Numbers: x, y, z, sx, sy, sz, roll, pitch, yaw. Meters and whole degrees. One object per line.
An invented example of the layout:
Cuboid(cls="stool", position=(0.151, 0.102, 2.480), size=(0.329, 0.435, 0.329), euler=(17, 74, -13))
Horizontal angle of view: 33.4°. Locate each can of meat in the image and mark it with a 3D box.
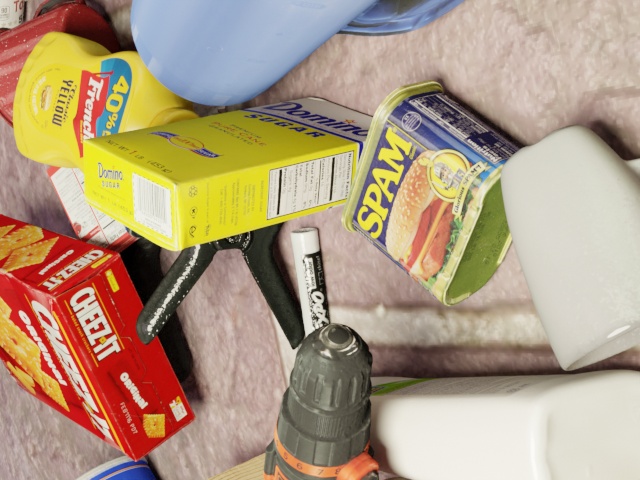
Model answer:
Cuboid(cls="can of meat", position=(0.068, -0.026, 0.609), size=(0.084, 0.057, 0.102), euler=(41, 131, 30))

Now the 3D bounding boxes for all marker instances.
Cuboid(cls="marker", position=(-0.004, 0.052, 0.749), size=(0.020, 0.020, 0.121), euler=(6, 108, 49))

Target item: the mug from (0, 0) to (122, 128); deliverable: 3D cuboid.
Cuboid(cls="mug", position=(-0.212, -0.151, 0.863), size=(0.082, 0.093, 0.117), euler=(-16, 58, 26))

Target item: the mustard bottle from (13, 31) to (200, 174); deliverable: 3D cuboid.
Cuboid(cls="mustard bottle", position=(-0.139, -0.083, 0.732), size=(0.192, 0.058, 0.096), euler=(21, 96, 43))

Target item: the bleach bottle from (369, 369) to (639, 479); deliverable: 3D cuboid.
Cuboid(cls="bleach bottle", position=(0.072, 0.109, 0.634), size=(0.251, 0.102, 0.068), euler=(-7, 87, 57))

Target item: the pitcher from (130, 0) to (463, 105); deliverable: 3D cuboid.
Cuboid(cls="pitcher", position=(-0.022, -0.155, 0.592), size=(0.149, 0.144, 0.243), euler=(59, 158, -1))

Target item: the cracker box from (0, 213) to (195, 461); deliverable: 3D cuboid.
Cuboid(cls="cracker box", position=(-0.215, 0.076, 0.894), size=(0.214, 0.072, 0.164), euler=(15, 133, 49))

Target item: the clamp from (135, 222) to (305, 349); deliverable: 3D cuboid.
Cuboid(cls="clamp", position=(-0.055, 0.001, 0.751), size=(0.039, 0.120, 0.171), euler=(-140, 63, -67))

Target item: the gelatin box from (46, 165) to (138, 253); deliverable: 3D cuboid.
Cuboid(cls="gelatin box", position=(-0.174, -0.036, 0.854), size=(0.073, 0.030, 0.089), euler=(-31, 84, 43))

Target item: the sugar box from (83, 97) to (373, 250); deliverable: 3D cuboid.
Cuboid(cls="sugar box", position=(-0.041, -0.045, 0.634), size=(0.093, 0.175, 0.048), euler=(26, 124, 41))

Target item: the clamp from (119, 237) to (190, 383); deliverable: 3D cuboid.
Cuboid(cls="clamp", position=(-0.159, 0.012, 0.903), size=(0.165, 0.036, 0.210), euler=(30, 125, 39))

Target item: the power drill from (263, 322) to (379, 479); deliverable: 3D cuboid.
Cuboid(cls="power drill", position=(0.045, 0.151, 0.556), size=(0.188, 0.057, 0.184), euler=(41, 143, 31))
